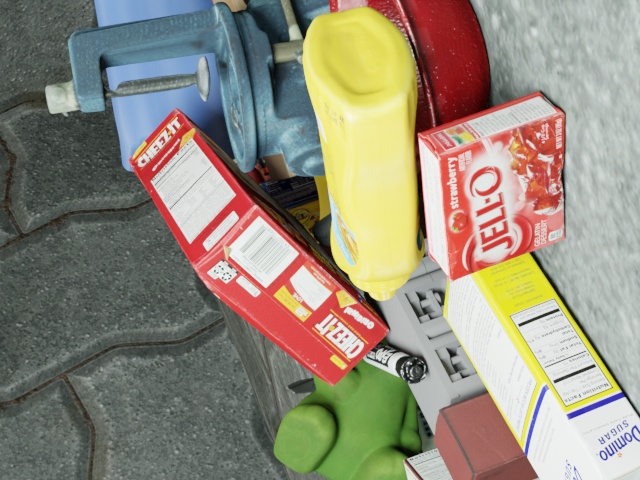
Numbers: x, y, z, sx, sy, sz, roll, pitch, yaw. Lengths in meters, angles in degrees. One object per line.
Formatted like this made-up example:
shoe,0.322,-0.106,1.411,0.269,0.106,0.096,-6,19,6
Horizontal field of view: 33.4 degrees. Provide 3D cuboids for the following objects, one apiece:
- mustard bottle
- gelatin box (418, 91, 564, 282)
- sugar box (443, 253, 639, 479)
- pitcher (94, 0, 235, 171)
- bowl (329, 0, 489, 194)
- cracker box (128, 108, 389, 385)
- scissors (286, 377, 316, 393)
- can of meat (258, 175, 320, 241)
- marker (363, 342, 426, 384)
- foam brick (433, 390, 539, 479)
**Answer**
mustard bottle,0.030,-0.033,0.625,0.191,0.058,0.096,81,174,-46
gelatin box,0.094,-0.027,0.577,0.030,0.073,0.089,-123,17,-49
sugar box,0.135,0.083,0.647,0.093,0.048,0.176,87,157,-55
pitcher,-0.143,-0.196,1.018,0.149,0.144,0.243,-137,34,-60
bowl,0.059,-0.112,0.654,0.162,0.055,0.162,161,90,-79
cracker box,-0.056,0.001,0.851,0.164,0.072,0.214,43,-177,-34
scissors,0.015,0.157,1.060,0.096,0.016,0.201,59,-165,-2
can of meat,-0.016,-0.027,1.102,0.102,0.084,0.057,82,165,-47
marker,0.053,0.089,0.787,0.121,0.020,0.020,-176,67,-78
foam brick,0.122,0.130,0.704,0.053,0.078,0.051,89,160,-53
